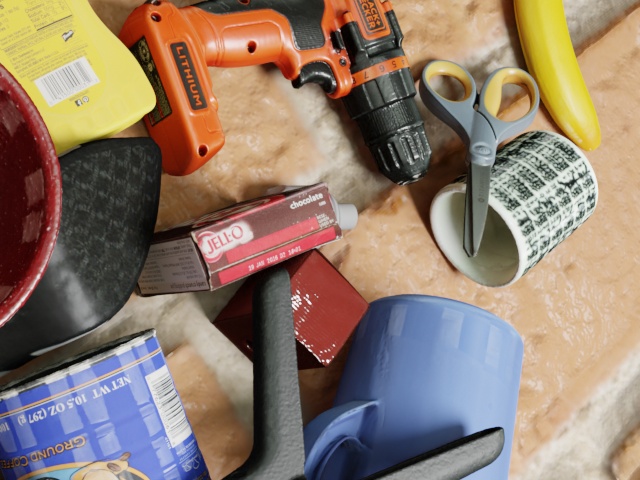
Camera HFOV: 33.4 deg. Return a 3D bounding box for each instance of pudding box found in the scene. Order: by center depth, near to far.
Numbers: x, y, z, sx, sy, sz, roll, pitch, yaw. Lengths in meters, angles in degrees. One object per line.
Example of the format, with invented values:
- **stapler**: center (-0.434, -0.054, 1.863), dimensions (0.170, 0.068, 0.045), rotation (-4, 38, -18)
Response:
- **pudding box**: center (-0.054, 0.001, 0.623), dimensions (0.089, 0.114, 0.039), rotation (-21, 94, -30)

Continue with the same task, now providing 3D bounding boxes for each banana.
- **banana**: center (0.182, -0.168, 0.827), dimensions (0.069, 0.037, 0.198), rotation (0, 81, -28)

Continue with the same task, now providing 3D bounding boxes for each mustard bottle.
- **mustard bottle**: center (-0.181, -0.138, 0.610), dimensions (0.096, 0.058, 0.191), rotation (-32, 97, -24)

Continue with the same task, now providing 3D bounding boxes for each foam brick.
- **foam brick**: center (-0.018, 0.045, 0.656), dimensions (0.053, 0.078, 0.051), rotation (46, 62, -15)

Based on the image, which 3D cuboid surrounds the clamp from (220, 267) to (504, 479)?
- **clamp**: center (0.000, 0.139, 0.549), dimensions (0.164, 0.036, 0.210), rotation (30, 67, -10)

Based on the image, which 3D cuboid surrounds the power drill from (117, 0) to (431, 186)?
- **power drill**: center (-0.023, -0.103, 0.693), dimensions (0.187, 0.057, 0.184), rotation (-22, 90, -32)

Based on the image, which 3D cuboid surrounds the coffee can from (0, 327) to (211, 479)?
- **coffee can**: center (-0.112, 0.131, 0.574), dimensions (0.102, 0.103, 0.140), rotation (-22, 92, -30)

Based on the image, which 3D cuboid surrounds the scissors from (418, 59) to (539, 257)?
- **scissors**: center (0.092, -0.068, 0.723), dimensions (0.096, 0.016, 0.201), rotation (23, 45, 12)

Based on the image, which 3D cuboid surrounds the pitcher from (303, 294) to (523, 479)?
- **pitcher**: center (0.044, 0.156, 0.641), dimensions (0.145, 0.149, 0.242), rotation (14, 69, 3)
